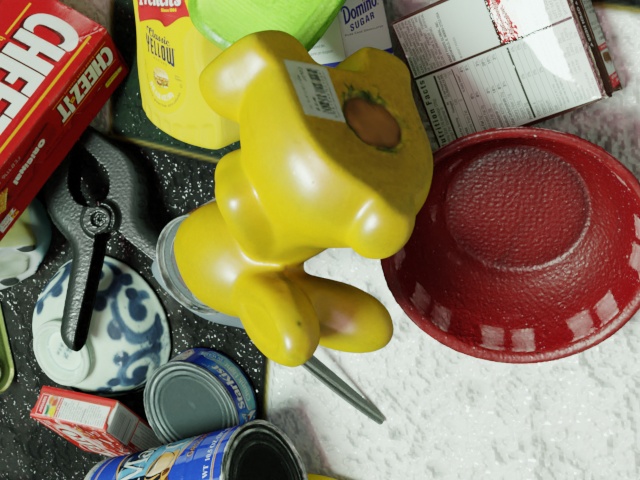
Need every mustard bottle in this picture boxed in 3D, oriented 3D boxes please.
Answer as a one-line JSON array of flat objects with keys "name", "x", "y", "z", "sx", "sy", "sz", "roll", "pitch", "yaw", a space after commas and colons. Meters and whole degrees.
[{"name": "mustard bottle", "x": -0.085, "y": -0.160, "z": 0.680, "sx": 0.096, "sy": 0.058, "sz": 0.192, "roll": 35, "pitch": 138, "yaw": 40}]

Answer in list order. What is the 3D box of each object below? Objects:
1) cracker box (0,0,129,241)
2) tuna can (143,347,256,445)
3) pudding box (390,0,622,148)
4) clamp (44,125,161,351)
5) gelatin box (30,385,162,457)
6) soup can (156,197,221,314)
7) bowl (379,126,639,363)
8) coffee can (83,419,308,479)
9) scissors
[{"name": "cracker box", "x": -0.274, "y": -0.123, "z": 0.761, "sx": 0.214, "sy": 0.072, "sz": 0.164, "roll": 30, "pitch": 77, "yaw": 14}, {"name": "tuna can", "x": -0.093, "y": 0.127, "z": 0.830, "sx": 0.086, "sy": 0.033, "sz": 0.086, "roll": 10, "pitch": 112, "yaw": 25}, {"name": "pudding box", "x": 0.109, "y": -0.110, "z": 0.635, "sx": 0.114, "sy": 0.039, "sz": 0.090, "roll": -17, "pitch": 100, "yaw": 34}, {"name": "clamp", "x": -0.148, "y": -0.012, "z": 0.793, "sx": 0.120, "sy": 0.039, "sz": 0.171, "roll": -12, "pitch": 86, "yaw": 2}, {"name": "gelatin box", "x": -0.177, "y": 0.151, "z": 0.858, "sx": 0.073, "sy": 0.030, "sz": 0.089, "roll": 7, "pitch": 154, "yaw": 24}, {"name": "soup can", "x": -0.055, "y": 0.001, "z": 0.724, "sx": 0.069, "sy": 0.102, "sz": 0.068, "roll": 10, "pitch": 112, "yaw": 25}, {"name": "bowl", "x": 0.118, "y": -0.005, "z": 0.640, "sx": 0.162, "sy": 0.055, "sz": 0.162, "roll": 5, "pitch": 122, "yaw": 8}, {"name": "coffee can", "x": -0.092, "y": 0.195, "z": 0.774, "sx": 0.141, "sy": 0.102, "sz": 0.103, "roll": -20, "pitch": 98, "yaw": 30}, {"name": "scissors", "x": -0.033, "y": 0.055, "z": 0.773, "sx": 0.201, "sy": 0.096, "sz": 0.016, "roll": 33, "pitch": 120, "yaw": -22}]
